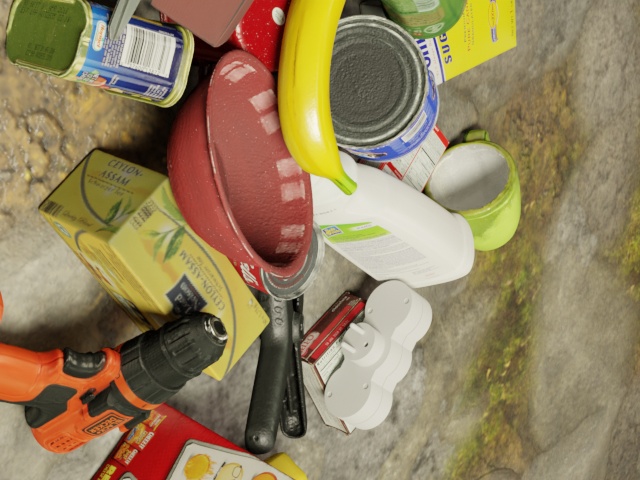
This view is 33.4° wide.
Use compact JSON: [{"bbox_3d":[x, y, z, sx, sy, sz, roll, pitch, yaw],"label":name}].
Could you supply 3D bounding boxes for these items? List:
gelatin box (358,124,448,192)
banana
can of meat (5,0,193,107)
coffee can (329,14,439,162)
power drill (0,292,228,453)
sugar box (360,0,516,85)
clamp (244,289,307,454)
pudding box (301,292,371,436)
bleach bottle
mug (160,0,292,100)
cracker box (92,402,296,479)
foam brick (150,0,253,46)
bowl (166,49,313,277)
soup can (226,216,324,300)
[{"bbox_3d":[0.079,-0.081,1.026,0.089,0.030,0.073,-59,139,-12],"label":"gelatin box"},{"bbox_3d":[-0.001,-0.133,0.779,0.069,0.037,0.198,0,94,-55],"label":"banana"},{"bbox_3d":[-0.149,-0.129,0.712,0.083,0.102,0.057,9,97,-46],"label":"can of meat"},{"bbox_3d":[0.042,-0.120,0.873,0.140,0.103,0.103,-2,109,-80],"label":"coffee can"},{"bbox_3d":[-0.181,0.079,0.726,0.185,0.057,0.187,-33,138,26],"label":"power drill"},{"bbox_3d":[0.116,-0.202,1.007,0.175,0.048,0.093,-32,126,-36],"label":"sugar box"},{"bbox_3d":[-0.035,0.080,0.911,0.164,0.036,0.210,-8,99,-81],"label":"clamp"},{"bbox_3d":[0.026,0.121,1.040,0.090,0.039,0.113,-45,130,-25],"label":"pudding box"},{"bbox_3d":[0.045,-0.024,0.933,0.250,0.103,0.068,34,47,-57],"label":"bleach bottle"},{"bbox_3d":[-0.063,-0.160,0.805,0.093,0.082,0.117,11,96,-48],"label":"mug"},{"bbox_3d":[-0.097,0.238,0.821,0.164,0.214,0.072,-54,137,-17],"label":"cracker box"},{"bbox_3d":[-0.073,-0.166,0.709,0.051,0.078,0.053,34,101,-7],"label":"foam brick"},{"bbox_3d":[-0.062,-0.049,0.752,0.162,0.055,0.162,-11,90,-69],"label":"bowl"},{"bbox_3d":[-0.056,0.001,0.859,0.068,0.102,0.068,-19,118,-41],"label":"soup can"}]
